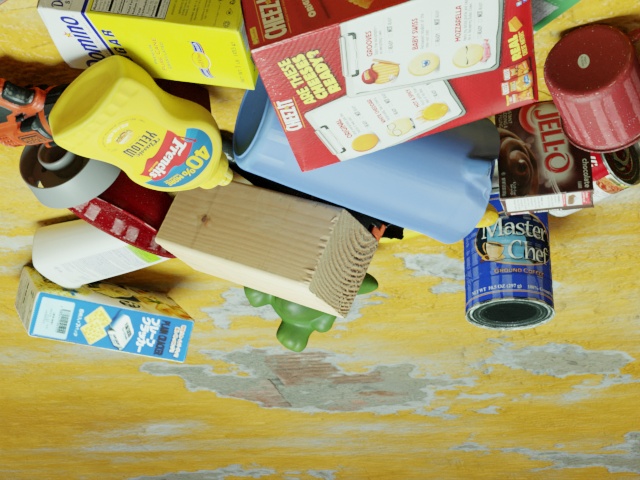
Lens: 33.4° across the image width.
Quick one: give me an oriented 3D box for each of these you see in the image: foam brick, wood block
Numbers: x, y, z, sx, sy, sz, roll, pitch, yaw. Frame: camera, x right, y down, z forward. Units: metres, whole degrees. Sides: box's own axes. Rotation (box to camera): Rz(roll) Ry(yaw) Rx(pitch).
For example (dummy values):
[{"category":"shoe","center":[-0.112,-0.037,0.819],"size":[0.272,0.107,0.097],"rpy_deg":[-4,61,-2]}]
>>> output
[{"category":"foam brick","center":[-0.151,-0.120,1.052],"size":[0.052,0.051,0.078],"rpy_deg":[24,136,-39]},{"category":"wood block","center":[-0.058,0.001,1.115],"size":[0.206,0.091,0.090],"rpy_deg":[16,165,34]}]

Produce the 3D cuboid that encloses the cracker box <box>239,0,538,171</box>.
[{"category":"cracker box","center":[0.061,-0.155,0.860],"size":[0.214,0.072,0.164],"rpy_deg":[-16,146,5]}]

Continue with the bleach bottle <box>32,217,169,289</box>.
[{"category":"bleach bottle","center":[-0.228,0.000,1.326],"size":[0.251,0.068,0.102],"rpy_deg":[-11,156,20]}]

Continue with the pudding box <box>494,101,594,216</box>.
[{"category":"pudding box","center":[0.220,-0.083,1.052],"size":[0.090,0.113,0.039],"rpy_deg":[-6,152,15]}]

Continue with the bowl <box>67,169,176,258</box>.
[{"category":"bowl","center":[-0.219,-0.041,1.200],"size":[0.162,0.055,0.162],"rpy_deg":[24,165,6]}]

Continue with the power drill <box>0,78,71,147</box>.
[{"category":"power drill","center":[-0.301,-0.144,0.990],"size":[0.185,0.057,0.187],"rpy_deg":[-7,154,41]}]

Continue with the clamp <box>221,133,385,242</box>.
[{"category":"clamp","center":[-0.031,-0.039,1.191],"size":[0.210,0.036,0.165],"rpy_deg":[24,159,5]}]

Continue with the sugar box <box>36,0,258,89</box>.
[{"category":"sugar box","center":[-0.144,-0.178,0.916],"size":[0.176,0.048,0.093],"rpy_deg":[6,156,9]}]

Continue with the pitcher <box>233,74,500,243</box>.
[{"category":"pitcher","center":[0.039,-0.089,1.048],"size":[0.242,0.145,0.149],"rpy_deg":[16,129,-21]}]

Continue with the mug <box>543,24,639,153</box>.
[{"category":"mug","center":[0.259,-0.146,0.957],"size":[0.117,0.093,0.081],"rpy_deg":[-37,141,7]}]

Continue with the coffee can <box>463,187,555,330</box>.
[{"category":"coffee can","center":[0.218,0.023,1.250],"size":[0.103,0.140,0.103],"rpy_deg":[1,156,0]}]

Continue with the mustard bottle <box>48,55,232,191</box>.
[{"category":"mustard bottle","center":[-0.148,-0.093,0.983],"size":[0.096,0.058,0.191],"rpy_deg":[-38,143,19]}]
